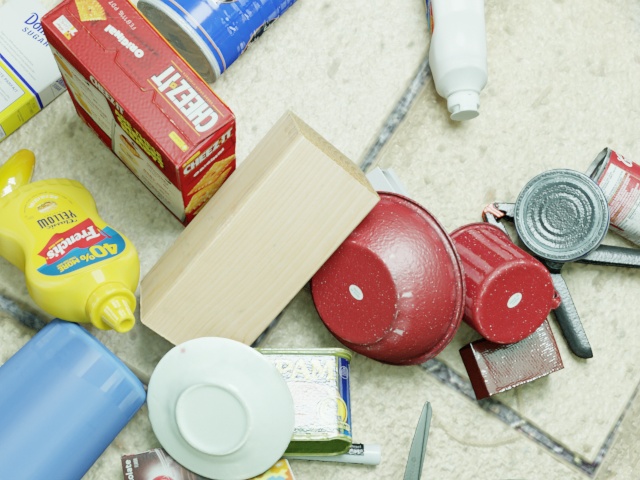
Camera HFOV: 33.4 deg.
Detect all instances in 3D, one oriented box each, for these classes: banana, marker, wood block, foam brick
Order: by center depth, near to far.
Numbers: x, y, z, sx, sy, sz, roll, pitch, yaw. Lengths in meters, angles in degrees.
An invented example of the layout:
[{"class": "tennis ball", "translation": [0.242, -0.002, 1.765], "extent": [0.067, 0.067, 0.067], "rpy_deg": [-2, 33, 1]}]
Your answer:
[{"class": "wood block", "translation": [-0.056, 0.001, 0.919], "extent": [0.090, 0.090, 0.206], "rpy_deg": [37, 101, -21]}, {"class": "marker", "translation": [-0.006, 0.190, 0.965], "extent": [0.121, 0.020, 0.020], "rpy_deg": [5, 77, -4]}, {"class": "banana", "translation": [-0.339, -0.012, 0.975], "extent": [0.197, 0.037, 0.069], "rpy_deg": [-30, 82, -11]}, {"class": "foam brick", "translation": [0.175, 0.109, 0.982], "extent": [0.078, 0.053, 0.051], "rpy_deg": [-19, 79, -8]}]

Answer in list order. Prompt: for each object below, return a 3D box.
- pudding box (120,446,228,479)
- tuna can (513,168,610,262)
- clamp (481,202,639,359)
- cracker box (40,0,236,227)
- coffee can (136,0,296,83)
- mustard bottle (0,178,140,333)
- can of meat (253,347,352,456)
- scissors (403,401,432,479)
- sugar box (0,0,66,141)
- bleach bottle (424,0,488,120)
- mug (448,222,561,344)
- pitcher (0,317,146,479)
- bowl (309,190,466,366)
[{"class": "pudding box", "translation": [-0.120, 0.235, 0.935], "extent": [0.090, 0.039, 0.113], "rpy_deg": [-11, 78, -6]}, {"class": "tuna can", "translation": [0.220, -0.023, 0.975], "extent": [0.086, 0.033, 0.086], "rpy_deg": [-1, 88, 16]}, {"class": "clamp", "translation": [0.233, 0.014, 1.014], "extent": [0.120, 0.039, 0.171], "rpy_deg": [-42, 84, -10]}, {"class": "cracker box", "translation": [-0.148, -0.110, 0.922], "extent": [0.072, 0.214, 0.164], "rpy_deg": [-42, 84, -13]}, {"class": "coffee can", "translation": [-0.089, -0.234, 1.013], "extent": [0.103, 0.103, 0.140], "rpy_deg": [42, 77, 5]}, {"class": "mustard bottle", "translation": [-0.210, 0.018, 0.918], "extent": [0.096, 0.058, 0.192], "rpy_deg": [-21, 44, -28]}, {"class": "can of meat", "translation": [-0.022, 0.144, 0.946], "extent": [0.102, 0.057, 0.084], "rpy_deg": [1, 63, -5]}, {"class": "scissors", "translation": [0.085, 0.248, 0.904], "extent": [0.096, 0.016, 0.201], "rpy_deg": [29, 82, -3]}, {"class": "sugar box", "translation": [-0.313, -0.146, 1.005], "extent": [0.176, 0.048, 0.093], "rpy_deg": [-41, 83, -16]}, {"class": "bleach bottle", "translation": [0.128, -0.242, 1.032], "extent": [0.068, 0.102, 0.251], "rpy_deg": [-4, 76, -1]}, {"class": "mug", "translation": [0.163, 0.043, 0.953], "extent": [0.117, 0.082, 0.093], "rpy_deg": [14, 105, -27]}, {"class": "pitcher", "translation": [-0.272, 0.179, 0.899], "extent": [0.149, 0.145, 0.242], "rpy_deg": [45, 74, -7]}, {"class": "bowl", "translation": [0.044, 0.040, 0.934], "extent": [0.055, 0.162, 0.162], "rpy_deg": [-19, 76, -51]}]
